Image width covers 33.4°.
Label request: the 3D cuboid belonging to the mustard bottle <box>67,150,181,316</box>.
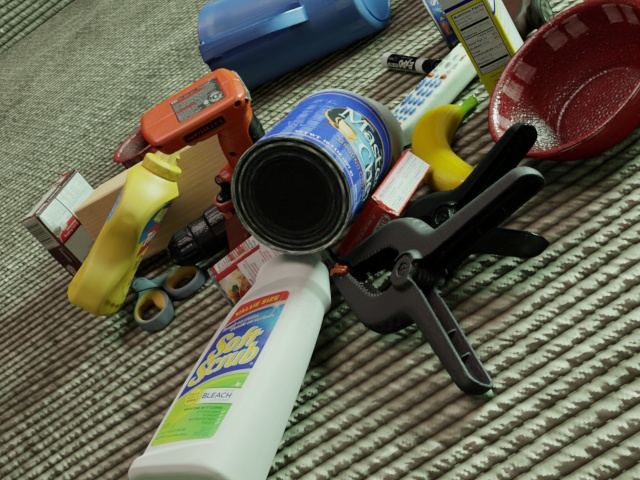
[{"bbox_3d":[-0.199,-0.017,1.126,0.192,0.058,0.096,-62,1,9],"label":"mustard bottle"}]

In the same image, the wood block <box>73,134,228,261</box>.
[{"bbox_3d":[-0.161,-0.057,1.209,0.206,0.091,0.090,-27,16,20],"label":"wood block"}]

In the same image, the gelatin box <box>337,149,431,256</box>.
[{"bbox_3d":[0.056,-0.028,0.931,0.073,0.030,0.089,-57,-2,42],"label":"gelatin box"}]

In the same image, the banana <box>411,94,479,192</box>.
[{"bbox_3d":[0.117,-0.084,0.986,0.070,0.037,0.197,-28,28,19],"label":"banana"}]

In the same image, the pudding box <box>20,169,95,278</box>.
[{"bbox_3d":[-0.291,-0.015,1.290,0.039,0.113,0.090,-15,33,42],"label":"pudding box"}]

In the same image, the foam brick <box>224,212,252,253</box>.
[{"bbox_3d":[-0.057,0.001,1.045,0.053,0.051,0.078,-34,26,6],"label":"foam brick"}]

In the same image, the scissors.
[{"bbox_3d":[-0.179,0.042,1.172,0.096,0.016,0.202,-37,26,-3],"label":"scissors"}]

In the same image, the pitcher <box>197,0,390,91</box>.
[{"bbox_3d":[-0.038,-0.289,1.410,0.243,0.144,0.149,-16,53,31],"label":"pitcher"}]

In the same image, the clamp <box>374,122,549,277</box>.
[{"bbox_3d":[0.113,-0.023,0.856,0.172,0.039,0.120,-20,45,43],"label":"clamp"}]

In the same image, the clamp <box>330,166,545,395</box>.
[{"bbox_3d":[0.076,0.036,0.806,0.210,0.036,0.164,-11,60,53],"label":"clamp"}]

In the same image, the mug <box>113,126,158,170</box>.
[{"bbox_3d":[-0.192,-0.102,1.346,0.117,0.081,0.093,-14,34,39],"label":"mug"}]

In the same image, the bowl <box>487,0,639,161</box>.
[{"bbox_3d":[0.218,-0.122,0.879,0.162,0.055,0.162,-33,38,30],"label":"bowl"}]

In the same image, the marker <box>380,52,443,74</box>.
[{"bbox_3d":[0.105,-0.200,1.211,0.020,0.020,0.121,-42,26,-11],"label":"marker"}]

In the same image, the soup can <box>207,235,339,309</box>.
[{"bbox_3d":[-0.043,0.023,0.974,0.102,0.068,0.068,-37,26,-1],"label":"soup can"}]

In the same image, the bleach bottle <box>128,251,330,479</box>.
[{"bbox_3d":[-0.056,0.097,0.854,0.103,0.068,0.250,-13,39,36],"label":"bleach bottle"}]

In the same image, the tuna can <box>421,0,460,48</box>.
[{"bbox_3d":[0.137,-0.259,1.193,0.034,0.086,0.086,-30,27,11],"label":"tuna can"}]

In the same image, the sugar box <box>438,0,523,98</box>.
[{"bbox_3d":[0.148,-0.196,0.973,0.048,0.176,0.093,-26,28,21],"label":"sugar box"}]

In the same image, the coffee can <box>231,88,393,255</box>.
[{"bbox_3d":[-0.004,-0.062,0.911,0.103,0.103,0.140,-23,14,26],"label":"coffee can"}]

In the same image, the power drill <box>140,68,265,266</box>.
[{"bbox_3d":[-0.103,-0.068,1.065,0.184,0.187,0.057,-32,49,0],"label":"power drill"}]
